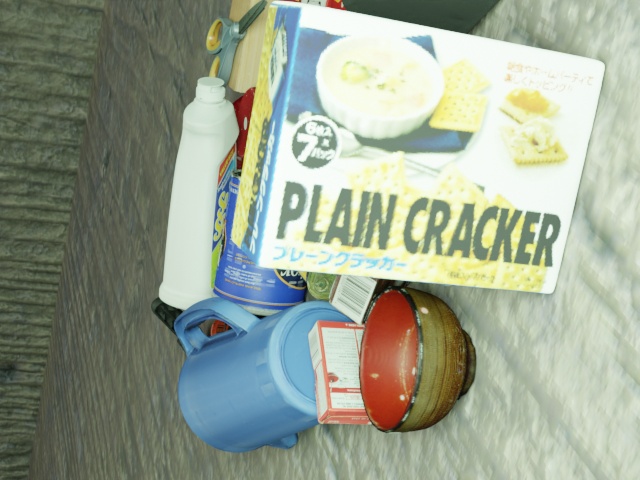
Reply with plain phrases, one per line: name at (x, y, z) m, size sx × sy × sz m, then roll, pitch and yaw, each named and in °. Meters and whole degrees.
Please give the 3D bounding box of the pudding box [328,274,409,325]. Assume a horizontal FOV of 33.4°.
pudding box at (0.057, 0.002, 0.874) m, size 0.039 × 0.089 × 0.114 m, roll 34°, pitch 125°, yaw 18°

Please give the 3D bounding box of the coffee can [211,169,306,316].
coffee can at (-0.058, 0.001, 1.159) m, size 0.103 × 0.102 × 0.140 m, roll -145°, pitch 63°, yaw -67°

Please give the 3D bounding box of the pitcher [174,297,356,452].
pitcher at (-0.052, 0.127, 1.059) m, size 0.243 × 0.149 × 0.145 m, roll 148°, pitch 125°, yaw -61°

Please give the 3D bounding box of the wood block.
wood block at (-0.049, -0.274, 1.229) m, size 0.090 × 0.090 × 0.206 m, roll -131°, pitch 50°, yaw -63°

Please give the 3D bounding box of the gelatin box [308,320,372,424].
gelatin box at (0.031, 0.116, 0.930) m, size 0.030 × 0.073 × 0.089 m, roll 122°, pitch 147°, yaw -52°

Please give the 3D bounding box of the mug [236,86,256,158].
mug at (-0.042, -0.135, 1.185) m, size 0.093 × 0.081 × 0.117 m, roll -108°, pitch 31°, yaw -48°

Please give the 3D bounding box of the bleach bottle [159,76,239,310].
bleach bottle at (-0.129, -0.053, 1.173) m, size 0.102 × 0.068 × 0.251 m, roll -50°, pitch -30°, yaw -57°

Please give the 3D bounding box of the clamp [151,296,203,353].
clamp at (-0.179, 0.129, 1.449) m, size 0.164 × 0.036 × 0.210 m, roll 54°, pitch 174°, yaw -14°

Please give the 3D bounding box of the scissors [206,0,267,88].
scissors at (-0.096, -0.213, 1.185) m, size 0.202 × 0.016 × 0.096 m, roll -159°, pitch 74°, yaw -68°
